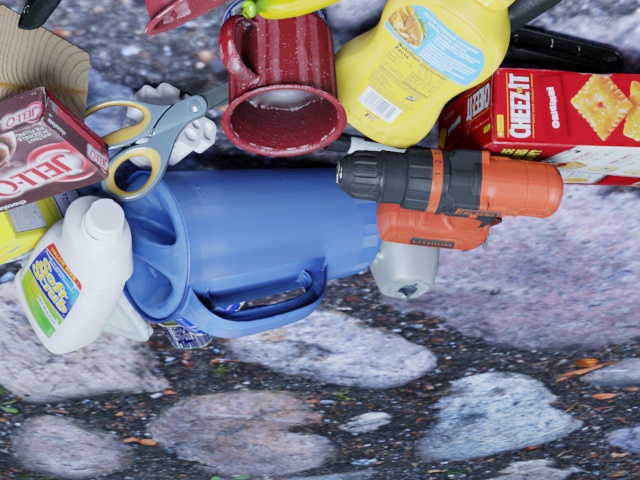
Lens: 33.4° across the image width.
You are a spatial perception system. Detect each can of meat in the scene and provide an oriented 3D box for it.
[{"bbox_3d":[-0.153,0.063,1.201,0.057,0.102,0.084,-5,154,2],"label":"can of meat"}]

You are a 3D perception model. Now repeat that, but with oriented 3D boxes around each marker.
[{"bbox_3d":[0.056,-0.087,1.025,0.121,0.020,0.020,8,150,-21],"label":"marker"}]

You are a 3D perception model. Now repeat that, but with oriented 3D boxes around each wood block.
[{"bbox_3d":[-0.296,-0.096,0.894,0.206,0.090,0.090,-24,145,34],"label":"wood block"}]

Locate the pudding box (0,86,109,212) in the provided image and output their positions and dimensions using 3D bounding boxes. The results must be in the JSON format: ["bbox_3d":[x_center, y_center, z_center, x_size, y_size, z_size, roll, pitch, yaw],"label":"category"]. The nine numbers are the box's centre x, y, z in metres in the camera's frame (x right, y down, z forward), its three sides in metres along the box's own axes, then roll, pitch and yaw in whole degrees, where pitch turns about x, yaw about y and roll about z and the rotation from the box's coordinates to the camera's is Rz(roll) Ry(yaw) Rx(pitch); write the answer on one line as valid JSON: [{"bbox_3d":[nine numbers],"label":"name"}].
[{"bbox_3d":[-0.232,-0.066,0.817,0.114,0.039,0.090,-13,150,19],"label":"pudding box"}]

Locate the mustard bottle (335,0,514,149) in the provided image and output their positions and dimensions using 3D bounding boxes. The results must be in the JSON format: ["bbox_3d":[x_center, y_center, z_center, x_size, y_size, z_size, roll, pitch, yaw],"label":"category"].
[{"bbox_3d":[0.085,-0.150,0.803,0.096,0.058,0.192,36,138,-11],"label":"mustard bottle"}]

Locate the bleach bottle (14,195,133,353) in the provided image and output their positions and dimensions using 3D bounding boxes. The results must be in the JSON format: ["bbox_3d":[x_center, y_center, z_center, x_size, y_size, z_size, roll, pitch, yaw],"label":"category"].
[{"bbox_3d":[-0.216,0.020,0.950,0.068,0.102,0.251,-23,168,-28],"label":"bleach bottle"}]

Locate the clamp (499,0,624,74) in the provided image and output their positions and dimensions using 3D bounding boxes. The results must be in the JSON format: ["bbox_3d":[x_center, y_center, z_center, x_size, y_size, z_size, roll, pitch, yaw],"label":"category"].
[{"bbox_3d":[0.143,-0.173,0.851,0.210,0.036,0.164,-5,154,8],"label":"clamp"}]

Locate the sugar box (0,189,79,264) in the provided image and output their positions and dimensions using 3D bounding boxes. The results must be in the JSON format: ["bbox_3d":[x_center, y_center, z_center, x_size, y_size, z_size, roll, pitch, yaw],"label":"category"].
[{"bbox_3d":[-0.292,-0.007,1.003,0.093,0.048,0.176,-25,179,12],"label":"sugar box"}]

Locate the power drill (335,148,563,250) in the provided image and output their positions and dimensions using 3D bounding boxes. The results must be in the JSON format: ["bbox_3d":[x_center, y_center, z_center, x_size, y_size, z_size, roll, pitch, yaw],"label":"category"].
[{"bbox_3d":[0.098,-0.035,0.926,0.184,0.057,0.188,6,172,-4],"label":"power drill"}]

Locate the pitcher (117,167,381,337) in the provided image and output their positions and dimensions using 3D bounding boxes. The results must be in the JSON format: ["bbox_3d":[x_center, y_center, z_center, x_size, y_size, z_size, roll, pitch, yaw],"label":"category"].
[{"bbox_3d":[-0.056,0.001,0.988,0.242,0.149,0.145,-8,-176,-38],"label":"pitcher"}]

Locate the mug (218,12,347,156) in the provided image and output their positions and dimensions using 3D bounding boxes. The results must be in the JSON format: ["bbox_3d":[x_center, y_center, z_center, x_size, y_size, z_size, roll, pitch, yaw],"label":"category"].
[{"bbox_3d":[-0.036,-0.126,0.797,0.093,0.081,0.117,-22,147,31],"label":"mug"}]

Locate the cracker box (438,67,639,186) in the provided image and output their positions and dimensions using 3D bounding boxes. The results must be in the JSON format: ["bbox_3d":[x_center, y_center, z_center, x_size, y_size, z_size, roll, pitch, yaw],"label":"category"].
[{"bbox_3d":[0.226,-0.096,0.929,0.213,0.072,0.164,2,172,-9],"label":"cracker box"}]

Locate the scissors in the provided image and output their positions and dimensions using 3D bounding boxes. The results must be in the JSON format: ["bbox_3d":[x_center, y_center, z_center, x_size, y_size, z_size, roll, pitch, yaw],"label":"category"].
[{"bbox_3d":[-0.108,-0.091,0.890,0.201,0.096,0.016,-11,174,-6],"label":"scissors"}]
